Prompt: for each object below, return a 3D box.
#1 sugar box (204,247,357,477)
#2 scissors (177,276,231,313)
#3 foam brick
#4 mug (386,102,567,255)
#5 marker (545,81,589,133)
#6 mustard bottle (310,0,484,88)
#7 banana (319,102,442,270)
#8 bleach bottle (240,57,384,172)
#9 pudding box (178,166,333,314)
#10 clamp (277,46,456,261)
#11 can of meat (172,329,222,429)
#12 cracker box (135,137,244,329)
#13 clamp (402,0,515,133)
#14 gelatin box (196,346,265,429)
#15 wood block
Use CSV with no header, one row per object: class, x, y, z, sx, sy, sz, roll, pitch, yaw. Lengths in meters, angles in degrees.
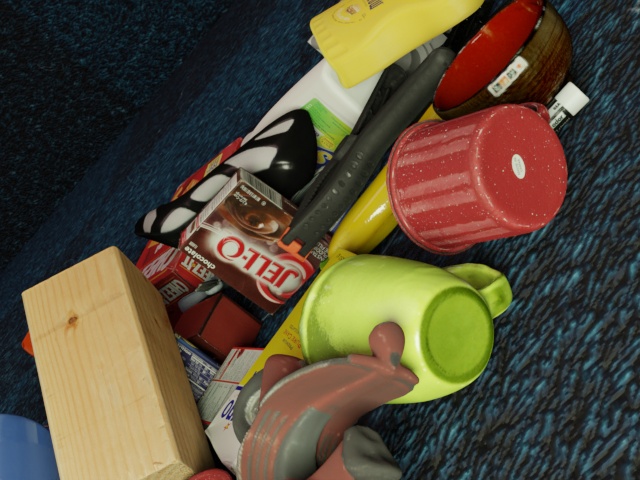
sugar box,-0.011,0.092,0.777,0.176,0.048,0.093,-52,18,-5
scissors,-0.116,0.052,1.023,0.096,0.016,0.201,-32,-3,16
foam brick,-0.101,0.091,0.991,0.078,0.053,0.051,-29,29,52
mug,0.110,-0.049,0.692,0.117,0.093,0.082,-48,19,-28
marker,0.139,-0.061,0.750,0.121,0.020,0.020,-47,18,14
mustard bottle,0.087,-0.213,0.946,0.192,0.058,0.096,-30,35,8
banana,0.062,-0.050,0.888,0.198,0.037,0.070,-51,19,2
bleach bottle,-0.013,-0.102,1.109,0.251,0.102,0.068,-37,16,55
pudding box,-0.056,0.001,0.957,0.090,0.113,0.039,-46,19,19
clamp,0.033,-0.077,0.918,0.210,0.036,0.164,-54,10,4
can of meat,-0.132,0.124,0.950,0.102,0.084,0.057,-23,33,57
cracker box,-0.150,0.000,1.258,0.164,0.072,0.213,-32,26,47
clamp,0.122,-0.166,0.968,0.171,0.039,0.120,-47,15,13
gelatin box,-0.065,0.125,0.871,0.073,0.030,0.089,-59,19,-17
wood block,-0.155,0.119,0.825,0.091,0.090,0.206,-27,52,4
